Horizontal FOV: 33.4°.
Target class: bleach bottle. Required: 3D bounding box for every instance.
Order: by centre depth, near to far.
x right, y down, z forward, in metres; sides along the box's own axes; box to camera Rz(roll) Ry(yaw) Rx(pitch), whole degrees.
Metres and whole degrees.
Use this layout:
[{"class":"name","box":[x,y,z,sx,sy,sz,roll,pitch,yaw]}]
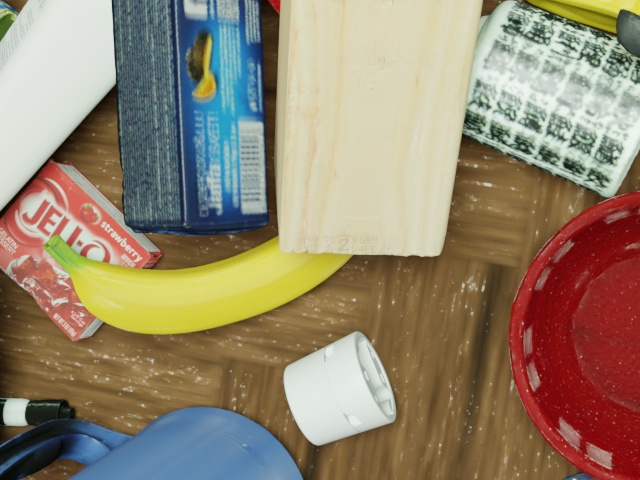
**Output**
[{"class":"bleach bottle","box":[-0.197,-0.059,0.640,0.068,0.102,0.251,36,107,-25]}]

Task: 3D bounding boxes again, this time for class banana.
[{"class":"banana","box":[-0.056,0.017,0.620,0.197,0.037,0.069,-10,121,-5]}]

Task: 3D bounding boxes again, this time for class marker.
[{"class":"marker","box":[-0.214,0.108,0.675,0.121,0.020,0.020,1,91,11]}]

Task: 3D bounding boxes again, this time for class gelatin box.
[{"class":"gelatin box","box":[-0.154,0.005,0.657,0.089,0.030,0.073,44,98,7]}]

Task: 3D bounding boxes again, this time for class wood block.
[{"class":"wood block","box":[0.026,-0.101,0.533,0.090,0.091,0.206,1,126,-4]}]

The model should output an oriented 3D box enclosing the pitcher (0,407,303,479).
[{"class":"pitcher","box":[-0.110,0.169,0.543,0.149,0.242,0.145,-13,89,18]}]
